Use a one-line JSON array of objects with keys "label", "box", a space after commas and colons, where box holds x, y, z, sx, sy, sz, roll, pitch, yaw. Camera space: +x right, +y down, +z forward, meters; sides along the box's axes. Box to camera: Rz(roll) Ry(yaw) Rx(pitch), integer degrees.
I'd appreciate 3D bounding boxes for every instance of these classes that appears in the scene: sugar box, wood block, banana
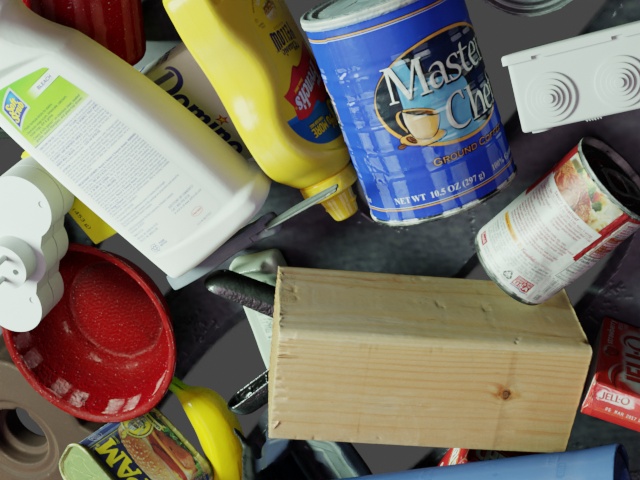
[{"label": "sugar box", "box": [-0.127, -0.074, 0.793, 0.176, 0.048, 0.093, -26, 113, 29]}, {"label": "wood block", "box": [0.069, 0.083, 0.744, 0.206, 0.090, 0.091, 4, 118, -5]}, {"label": "banana", "box": [-0.092, 0.203, 0.940, 0.070, 0.037, 0.198, 13, 120, 36]}]

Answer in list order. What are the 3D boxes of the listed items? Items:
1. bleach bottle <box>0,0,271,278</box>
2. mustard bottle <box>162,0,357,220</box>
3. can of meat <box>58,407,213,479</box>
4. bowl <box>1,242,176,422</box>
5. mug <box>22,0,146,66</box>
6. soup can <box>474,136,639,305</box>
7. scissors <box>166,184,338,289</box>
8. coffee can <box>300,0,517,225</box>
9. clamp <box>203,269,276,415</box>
[{"label": "bleach bottle", "box": [-0.155, -0.089, 0.707, 0.103, 0.068, 0.250, -39, 110, 22]}, {"label": "mustard bottle", "box": [-0.028, -0.098, 0.723, 0.058, 0.096, 0.191, -22, 107, 28]}, {"label": "can of meat", "box": [-0.154, 0.196, 0.900, 0.102, 0.083, 0.058, 45, 133, 12]}, {"label": "bowl", "box": [-0.182, 0.068, 0.886, 0.162, 0.055, 0.162, 7, 114, 17]}, {"label": "mug", "box": [-0.174, -0.169, 0.754, 0.117, 0.093, 0.081, 30, 134, 41]}, {"label": "soup can", "box": [0.162, -0.011, 0.713, 0.068, 0.068, 0.102, 43, 123, -4]}, {"label": "scissors", "box": [-0.055, 0.001, 0.742, 0.016, 0.096, 0.202, 57, 163, -4]}, {"label": "coffee can", "box": [0.058, -0.094, 0.688, 0.103, 0.102, 0.140, -11, 111, 25]}, {"label": "clamp", "box": [-0.005, 0.062, 0.805, 0.171, 0.039, 0.120, -16, 117, 4]}]
